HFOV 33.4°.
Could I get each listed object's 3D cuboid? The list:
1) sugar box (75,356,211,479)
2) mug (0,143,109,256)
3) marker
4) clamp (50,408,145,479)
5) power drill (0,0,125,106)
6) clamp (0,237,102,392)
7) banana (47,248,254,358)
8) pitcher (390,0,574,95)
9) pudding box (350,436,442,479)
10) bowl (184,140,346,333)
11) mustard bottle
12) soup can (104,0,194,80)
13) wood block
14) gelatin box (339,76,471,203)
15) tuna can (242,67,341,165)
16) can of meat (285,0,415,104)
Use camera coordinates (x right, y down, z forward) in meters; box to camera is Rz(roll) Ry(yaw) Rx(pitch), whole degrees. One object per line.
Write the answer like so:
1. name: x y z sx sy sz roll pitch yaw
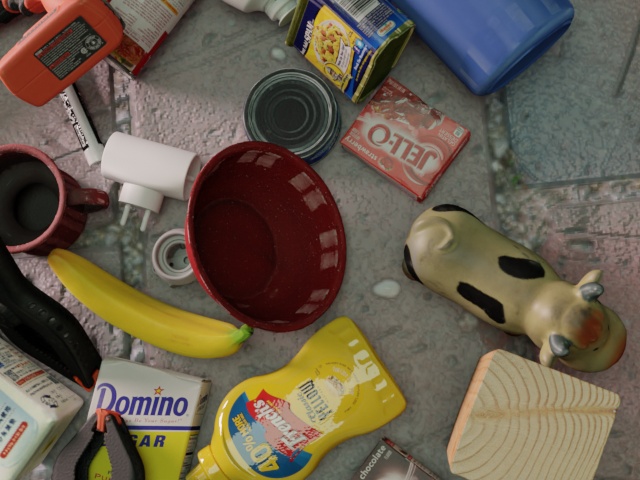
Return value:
1. sugar box: -0.160 0.194 0.909 0.093 0.048 0.176 12 85 8
2. mug: -0.241 -0.032 0.927 0.117 0.081 0.093 -7 82 5
3. marker: -0.223 -0.123 0.968 0.020 0.020 0.121 -25 81 2
4. clamp: -0.176 0.226 0.862 0.120 0.039 0.171 14 83 9
5. power drill: -0.251 -0.197 0.920 0.184 0.057 0.188 -38 46 9
6. clamp: -0.268 0.051 0.904 0.210 0.165 0.036 52 54 -26
7. banana: -0.144 0.060 0.916 0.198 0.070 0.037 18 42 14
8. pitcher: 0.106 -0.251 0.895 0.144 0.149 0.243 -36 83 -32
9. pudding box: 0.055 0.234 0.884 0.090 0.039 0.113 36 88 9
10. bowl: -0.056 0.001 0.892 0.161 0.055 0.162 12 70 -37
11. mustard bottle: -0.030 0.152 0.894 0.191 0.058 0.096 -34 81 1
12. soup can: -0.162 -0.203 0.947 0.068 0.068 0.102 37 87 9
13. wood block: 0.151 0.139 0.801 0.091 0.206 0.090 21 85 8
14. gelatin box: 0.074 -0.087 0.926 0.089 0.030 0.073 36 88 9
15. tuna can: -0.025 -0.108 0.938 0.086 0.033 0.086 -1 83 6
16. can of meat: 0.025 -0.175 0.899 0.084 0.102 0.057 44 65 7
